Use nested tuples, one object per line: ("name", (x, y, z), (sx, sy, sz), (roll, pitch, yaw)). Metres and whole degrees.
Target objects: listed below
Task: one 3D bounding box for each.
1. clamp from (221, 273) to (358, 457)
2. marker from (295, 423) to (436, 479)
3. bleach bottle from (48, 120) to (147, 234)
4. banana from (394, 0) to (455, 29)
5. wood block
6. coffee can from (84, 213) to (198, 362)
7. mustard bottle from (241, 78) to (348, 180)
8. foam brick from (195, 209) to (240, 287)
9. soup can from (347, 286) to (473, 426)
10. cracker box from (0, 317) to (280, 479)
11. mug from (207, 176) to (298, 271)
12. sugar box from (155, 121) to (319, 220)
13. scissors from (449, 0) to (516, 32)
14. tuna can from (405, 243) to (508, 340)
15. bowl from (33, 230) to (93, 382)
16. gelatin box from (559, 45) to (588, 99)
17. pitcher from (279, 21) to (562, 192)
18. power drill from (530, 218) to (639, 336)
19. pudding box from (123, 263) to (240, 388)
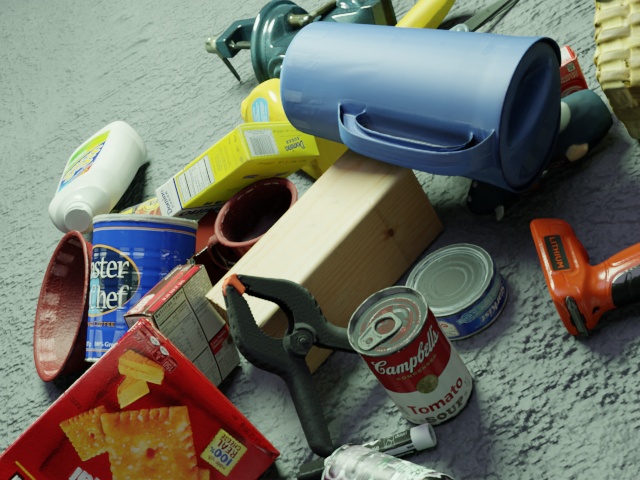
("clamp", (-0.020, 0.098, 0.898), (0.120, 0.171, 0.039), (-60, 6, -24))
("marker", (0.035, 0.175, 0.867), (0.121, 0.020, 0.020), (-22, 39, 17))
("bleach bottle", (-0.263, -0.067, 1.254), (0.102, 0.068, 0.251), (-35, 19, 7))
("banana", (0.094, -0.235, 1.235), (0.037, 0.069, 0.197), (41, 83, 14))
("wood block", (0.006, 0.020, 0.998), (0.206, 0.090, 0.090), (-46, 39, -15))
("coffee can", (-0.174, 0.050, 1.041), (0.103, 0.102, 0.140), (-2, 82, 35))
("mustard bottle", (-0.034, -0.129, 1.185), (0.058, 0.096, 0.192), (-32, 34, -21))
("foam brick", (-0.119, 0.016, 1.128), (0.078, 0.053, 0.051), (-43, 38, -10))
("soup can", (0.074, 0.095, 0.856), (0.069, 0.102, 0.068), (-20, 39, 18))
("cracker box", (-0.165, 0.194, 0.874), (0.213, 0.164, 0.072), (-45, 3, -14))
("mug", (-0.057, 0.001, 1.073), (0.117, 0.081, 0.093), (-21, 39, 17))
("sugar box", (-0.090, -0.069, 1.119), (0.177, 0.093, 0.048), (-34, 70, 48))
("scissors", (0.159, -0.214, 1.191), (0.201, 0.016, 0.096), (-21, 67, -13))
("tuna can", (0.118, 0.044, 0.935), (0.086, 0.033, 0.086), (-21, 39, 18))
("bowl", (-0.252, 0.073, 1.129), (0.162, 0.055, 0.162), (-31, 52, 52))
("gelatin box", (0.213, -0.136, 1.027), (0.089, 0.073, 0.030), (-23, 39, 13))
("pitcher", (0.081, -0.125, 0.952), (0.243, 0.149, 0.145), (15, 85, 32))
("power drill", (0.269, -0.011, 0.861), (0.188, 0.057, 0.184), (-21, 39, 17))
("pudding box", (-0.125, 0.091, 0.983), (0.039, 0.113, 0.089), (-5, 26, 34))
